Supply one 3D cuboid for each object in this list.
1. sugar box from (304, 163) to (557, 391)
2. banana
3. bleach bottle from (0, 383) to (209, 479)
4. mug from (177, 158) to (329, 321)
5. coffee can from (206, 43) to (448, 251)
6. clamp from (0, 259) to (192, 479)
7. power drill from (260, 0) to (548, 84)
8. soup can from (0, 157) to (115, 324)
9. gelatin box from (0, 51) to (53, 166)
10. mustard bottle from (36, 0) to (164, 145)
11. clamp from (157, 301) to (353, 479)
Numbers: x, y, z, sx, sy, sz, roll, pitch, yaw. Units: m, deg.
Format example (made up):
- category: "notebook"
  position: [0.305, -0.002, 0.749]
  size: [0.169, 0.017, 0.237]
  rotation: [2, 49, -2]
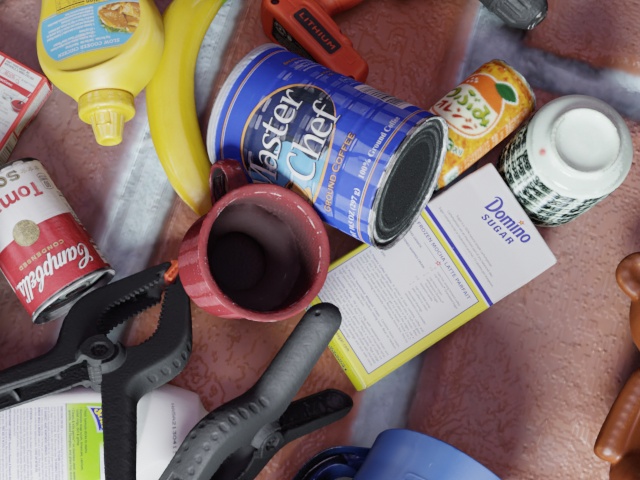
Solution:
- category: "sugar box"
  position: [0.078, 0.027, 0.800]
  size: [0.176, 0.048, 0.093]
  rotation: [-31, 83, -14]
- category: "banana"
  position: [-0.100, -0.116, 0.814]
  size: [0.069, 0.037, 0.198]
  rotation: [6, 79, -2]
- category: "bleach bottle"
  position: [-0.181, 0.153, 0.745]
  size: [0.250, 0.068, 0.102]
  rotation: [-3, 79, -8]
- category: "mug"
  position: [-0.055, 0.001, 0.743]
  size: [0.093, 0.082, 0.117]
  rotation: [-18, 90, -23]
- category: "coffee can"
  position: [0.005, -0.068, 0.759]
  size: [0.140, 0.102, 0.102]
  rotation: [27, 77, 22]
- category: "clamp"
  position: [-0.160, 0.086, 0.728]
  size: [0.165, 0.036, 0.209]
  rotation: [17, 46, 12]
- category: "power drill"
  position: [0.061, -0.191, 0.834]
  size: [0.187, 0.057, 0.184]
  rotation: [-43, 82, -14]
- category: "soup can"
  position: [-0.204, 0.000, 0.768]
  size: [0.068, 0.068, 0.102]
  rotation: [-34, 83, -10]
- category: "gelatin box"
  position: [-0.256, -0.101, 0.802]
  size: [0.073, 0.030, 0.089]
  rotation: [29, 79, 2]
- category: "mustard bottle"
  position: [-0.164, -0.163, 0.795]
  size: [0.096, 0.058, 0.191]
  rotation: [-11, 74, 12]
- category: "clamp"
  position: [-0.040, 0.116, 0.717]
  size: [0.039, 0.120, 0.171]
  rotation: [28, 48, 35]
